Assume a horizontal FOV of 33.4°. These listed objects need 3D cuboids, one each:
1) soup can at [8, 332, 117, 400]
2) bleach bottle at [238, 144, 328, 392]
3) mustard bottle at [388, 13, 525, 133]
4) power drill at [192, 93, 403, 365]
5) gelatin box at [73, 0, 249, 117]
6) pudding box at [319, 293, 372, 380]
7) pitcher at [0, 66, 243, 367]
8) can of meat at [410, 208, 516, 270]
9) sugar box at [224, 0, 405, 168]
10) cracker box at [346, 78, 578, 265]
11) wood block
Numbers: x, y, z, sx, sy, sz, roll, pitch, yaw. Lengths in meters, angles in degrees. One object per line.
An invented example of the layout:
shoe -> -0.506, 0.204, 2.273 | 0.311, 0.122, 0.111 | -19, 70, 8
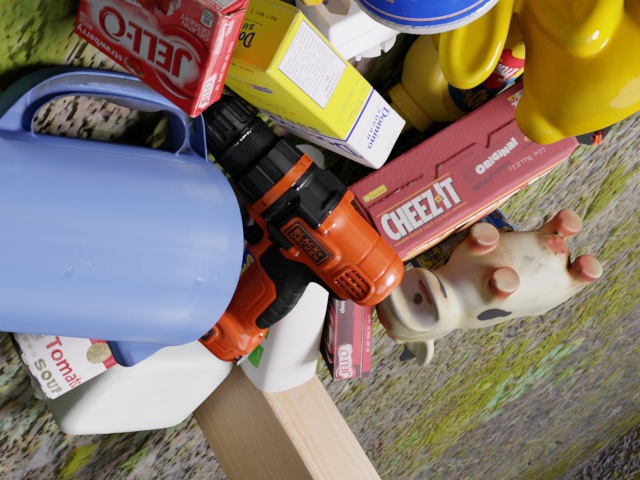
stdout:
soup can -> -0.177, 0.069, 0.813 | 0.102, 0.068, 0.068 | -28, 153, -11
bleach bottle -> -0.031, 0.017, 0.880 | 0.068, 0.103, 0.251 | -17, 143, -23
mustard bottle -> 0.121, -0.145, 0.801 | 0.192, 0.058, 0.096 | -40, 152, 13
power drill -> -0.055, 0.001, 0.774 | 0.188, 0.184, 0.057 | -38, -171, 46
gelatin box -> -0.086, -0.120, 0.571 | 0.030, 0.089, 0.073 | -44, 166, -42
pudding box -> 0.018, 0.059, 0.935 | 0.039, 0.113, 0.090 | 0, 107, -9
pitcher -> -0.170, -0.015, 0.632 | 0.145, 0.149, 0.242 | -33, 155, 33
can of meat -> 0.125, -0.007, 1.010 | 0.102, 0.084, 0.057 | -42, 153, 16
sugar box -> -0.021, -0.102, 0.668 | 0.048, 0.093, 0.176 | -61, 151, -4
cracker box -> 0.102, -0.042, 0.864 | 0.164, 0.072, 0.214 | -32, 176, -3
wood block -> -0.041, 0.179, 0.999 | 0.090, 0.206, 0.091 | 3, 136, -51
